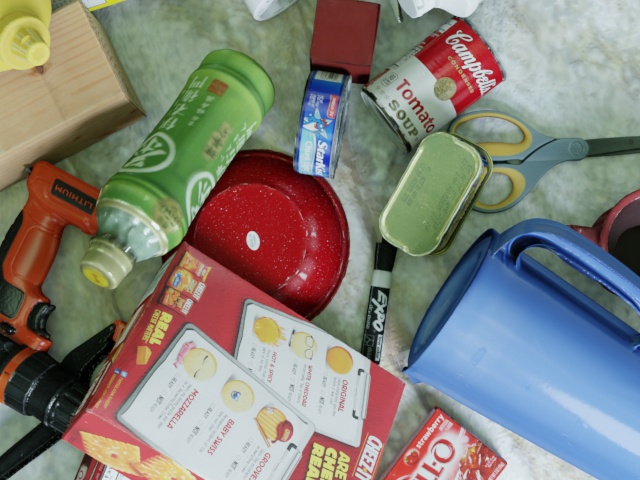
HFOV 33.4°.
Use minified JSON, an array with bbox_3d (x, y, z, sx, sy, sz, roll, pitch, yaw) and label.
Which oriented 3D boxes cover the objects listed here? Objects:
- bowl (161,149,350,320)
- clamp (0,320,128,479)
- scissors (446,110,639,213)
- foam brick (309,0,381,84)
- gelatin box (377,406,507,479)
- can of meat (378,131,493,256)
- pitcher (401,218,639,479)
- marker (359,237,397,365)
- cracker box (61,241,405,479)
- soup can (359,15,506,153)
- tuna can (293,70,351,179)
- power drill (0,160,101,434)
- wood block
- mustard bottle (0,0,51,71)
[{"bbox_3d":[-0.056,0.001,0.878,0.162,0.055,0.162,0,87,1],"label":"bowl"},{"bbox_3d":[-0.184,0.153,0.879,0.120,0.039,0.171,29,88,4],"label":"clamp"},{"bbox_3d":[0.202,-0.058,0.894,0.202,0.016,0.096,12,88,2],"label":"scissors"},{"bbox_3d":[0.019,-0.162,0.874,0.051,0.078,0.053,9,87,0],"label":"foam brick"},{"bbox_3d":[0.097,0.193,0.873,0.073,0.030,0.089,38,88,4],"label":"gelatin box"},{"bbox_3d":[0.092,-0.036,0.851,0.057,0.084,0.102,30,98,10],"label":"can of meat"},{"bbox_3d":[0.199,0.099,0.824,0.243,0.149,0.145,32,78,0],"label":"pitcher"},{"bbox_3d":[0.047,0.057,0.889,0.020,0.020,0.121,9,86,2],"label":"marker"},{"bbox_3d":[-0.059,0.128,0.804,0.213,0.072,0.164,33,51,-11],"label":"cracker box"},{"bbox_3d":[0.092,-0.128,0.875,0.102,0.068,0.068,-37,86,0],"label":"soup can"},{"bbox_3d":[0.002,-0.094,0.866,0.034,0.086,0.086,10,87,3],"label":"tuna can"},{"bbox_3d":[-0.217,0.044,0.863,0.184,0.057,0.187,29,84,15],"label":"power drill"},{"bbox_3d":[-0.260,-0.101,0.873,0.206,0.090,0.091,-27,85,0],"label":"wood block"},{"bbox_3d":[-0.260,-0.177,0.812,0.096,0.058,0.192,-45,52,-11],"label":"mustard bottle"}]
